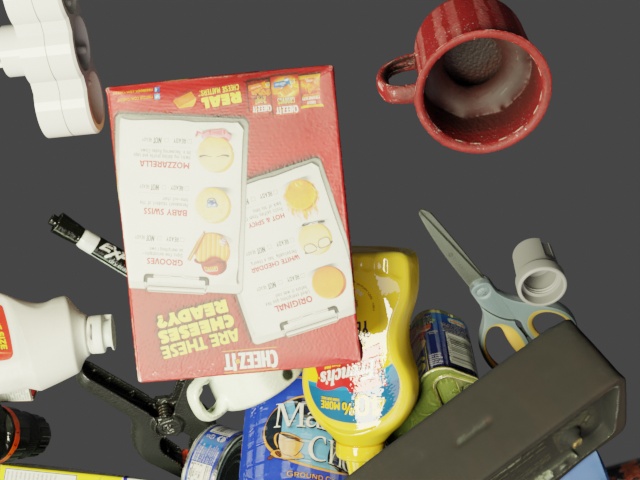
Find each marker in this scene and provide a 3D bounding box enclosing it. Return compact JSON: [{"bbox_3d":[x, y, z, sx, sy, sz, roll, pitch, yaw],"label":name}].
[{"bbox_3d":[-0.172,0.013,0.885,0.121,0.020,0.020,34,118,-21],"label":"marker"}]

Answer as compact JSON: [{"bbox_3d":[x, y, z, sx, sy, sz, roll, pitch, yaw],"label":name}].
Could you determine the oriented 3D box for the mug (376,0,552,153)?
[{"bbox_3d":[0.098,-0.120,0.754,0.117,0.081,0.093,-10,124,6],"label":"mug"}]

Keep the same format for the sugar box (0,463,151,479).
[{"bbox_3d":[-0.208,0.240,1.000,0.176,0.048,0.093,9,167,-4],"label":"sugar box"}]

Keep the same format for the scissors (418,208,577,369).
[{"bbox_3d":[0.157,0.040,0.906,0.096,0.016,0.201,-18,123,10],"label":"scissors"}]

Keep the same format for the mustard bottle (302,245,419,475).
[{"bbox_3d":[0.032,0.101,0.868,0.096,0.058,0.191,1,96,22],"label":"mustard bottle"}]

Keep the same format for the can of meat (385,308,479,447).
[{"bbox_3d":[0.093,0.122,0.921,0.057,0.084,0.102,21,122,-15],"label":"can of meat"}]

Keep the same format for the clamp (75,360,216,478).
[{"bbox_3d":[-0.151,0.157,0.971,0.120,0.039,0.171,-4,125,0],"label":"clamp"}]

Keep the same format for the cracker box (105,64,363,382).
[{"bbox_3d":[-0.060,-0.013,0.783,0.164,0.072,0.214,-5,95,4],"label":"cracker box"}]

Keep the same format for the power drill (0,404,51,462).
[{"bbox_3d":[-0.356,0.173,0.942,0.188,0.057,0.184,-8,165,17],"label":"power drill"}]

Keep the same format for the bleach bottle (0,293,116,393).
[{"bbox_3d":[-0.292,0.078,0.856,0.250,0.102,0.068,-5,147,-4],"label":"bleach bottle"}]

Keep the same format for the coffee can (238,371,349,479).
[{"bbox_3d":[-0.019,0.193,0.922,0.103,0.140,0.103,2,142,1],"label":"coffee can"}]

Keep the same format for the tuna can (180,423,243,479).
[{"bbox_3d":[-0.090,0.212,0.966,0.034,0.086,0.086,10,129,25],"label":"tuna can"}]
